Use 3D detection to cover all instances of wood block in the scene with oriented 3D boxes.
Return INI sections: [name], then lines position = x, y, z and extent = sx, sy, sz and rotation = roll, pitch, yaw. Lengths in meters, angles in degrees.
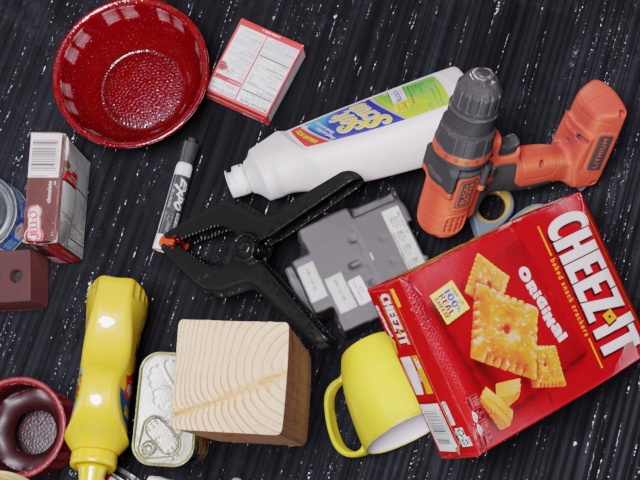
[wood block]
position = -0.062, 0.130, 0.935
extent = 0.091, 0.206, 0.090
rotation = 2, 77, 5

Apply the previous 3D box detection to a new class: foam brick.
[foam brick]
position = -0.315, 0.041, 1.058
extent = 0.078, 0.051, 0.053
rotation = -4, 77, 4

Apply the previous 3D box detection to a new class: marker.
[marker]
position = -0.145, -0.047, 1.080
extent = 0.020, 0.020, 0.121
rotation = 12, 78, 8

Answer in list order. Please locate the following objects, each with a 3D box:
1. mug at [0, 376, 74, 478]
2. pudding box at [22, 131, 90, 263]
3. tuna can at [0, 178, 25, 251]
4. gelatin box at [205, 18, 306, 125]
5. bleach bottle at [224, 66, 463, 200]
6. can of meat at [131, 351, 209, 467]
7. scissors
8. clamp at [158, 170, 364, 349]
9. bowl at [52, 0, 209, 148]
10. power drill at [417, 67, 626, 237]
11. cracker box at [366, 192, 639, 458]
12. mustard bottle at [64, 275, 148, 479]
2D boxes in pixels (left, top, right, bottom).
[mug]
position = -0.284, 0.175, 1.009
extent = 0.117, 0.081, 0.093
rotation = 20, 79, 9
[pudding box]
position = -0.259, -0.040, 1.053
extent = 0.039, 0.090, 0.113
rotation = 2, 76, 4
[tuna can]
position = -0.343, -0.024, 1.085
extent = 0.086, 0.034, 0.086
rotation = -1, 77, 5
[gelatin box]
position = -0.067, -0.173, 1.097
extent = 0.073, 0.030, 0.089
rotation = 25, 81, 9
[bleach bottle]
position = 0.030, -0.090, 1.038
extent = 0.251, 0.068, 0.102
rotation = -19, 35, 2
[can of meat]
position = -0.135, 0.160, 0.997
extent = 0.057, 0.084, 0.102
rotation = 2, 77, 5
[scissors]
position = 0.141, 0.009, 1.007
extent = 0.201, 0.016, 0.096
rotation = -30, 62, -25
[clamp]
position = -0.057, 0.001, 1.006
extent = 0.210, 0.036, 0.164
rotation = 12, 82, 29
[bowl]
position = -0.188, -0.164, 1.092
extent = 0.162, 0.055, 0.162
rotation = -1, 77, 5
[power drill]
position = 0.182, -0.092, 0.970
extent = 0.187, 0.185, 0.057
rotation = -13, 53, -22
[cracker box]
position = 0.170, 0.071, 0.939
extent = 0.213, 0.072, 0.164
rotation = -24, 89, -26
[mustard bottle]
position = -0.198, 0.135, 0.979
extent = 0.058, 0.096, 0.191
rotation = 7, 60, -7
